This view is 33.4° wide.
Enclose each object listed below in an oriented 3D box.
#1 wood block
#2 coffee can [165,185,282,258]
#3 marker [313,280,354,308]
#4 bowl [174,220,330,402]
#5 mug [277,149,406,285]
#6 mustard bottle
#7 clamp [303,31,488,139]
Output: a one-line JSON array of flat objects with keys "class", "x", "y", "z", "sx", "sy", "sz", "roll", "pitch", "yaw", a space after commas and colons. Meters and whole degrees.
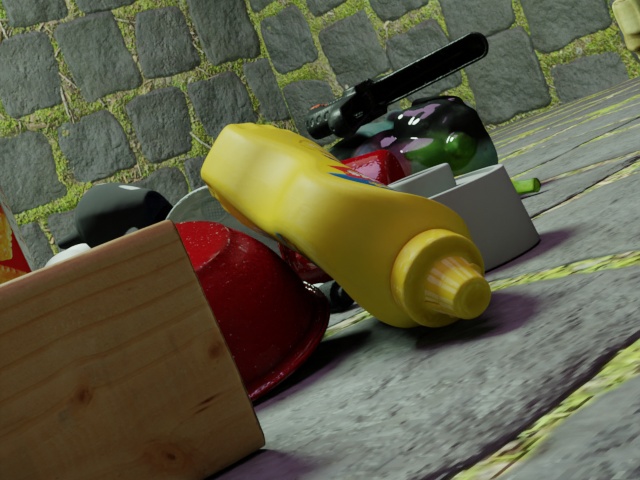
[{"class": "wood block", "x": -0.137, "y": 0.074, "z": 0.360, "sx": 0.205, "sy": 0.090, "sz": 0.091, "roll": -24, "pitch": 4, "yaw": -32}, {"class": "coffee can", "x": -0.055, "y": 0.001, "z": 0.830, "sx": 0.103, "sy": 0.103, "sz": 0.140, "roll": -21, "pitch": 4, "yaw": 12}, {"class": "marker", "x": -0.012, "y": 0.038, "z": 0.691, "sx": 0.020, "sy": 0.020, "sz": 0.121, "roll": -24, "pitch": 4, "yaw": -28}, {"class": "bowl", "x": -0.079, "y": 0.034, "z": 0.522, "sx": 0.162, "sy": 0.055, "sz": 0.162, "roll": -16, "pitch": 21, "yaw": 6}, {"class": "mug", "x": 0.018, "y": -0.010, "z": 0.719, "sx": 0.082, "sy": 0.093, "sz": 0.117, "roll": -16, "pitch": 13, "yaw": 16}, {"class": "mustard bottle", "x": 0.018, "y": -0.004, "z": 0.507, "sx": 0.058, "sy": 0.096, "sz": 0.192, "roll": -60, "pitch": 32, "yaw": 2}, {"class": "clamp", "x": 0.050, "y": -0.130, "z": 0.964, "sx": 0.164, "sy": 0.036, "sz": 0.210, "roll": -30, "pitch": 9, "yaw": -15}]
